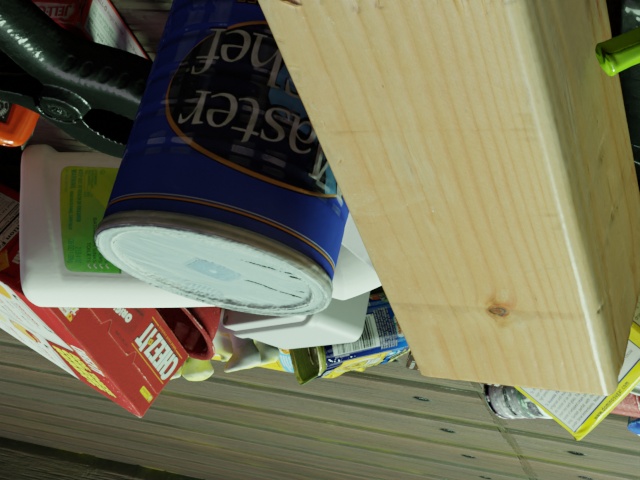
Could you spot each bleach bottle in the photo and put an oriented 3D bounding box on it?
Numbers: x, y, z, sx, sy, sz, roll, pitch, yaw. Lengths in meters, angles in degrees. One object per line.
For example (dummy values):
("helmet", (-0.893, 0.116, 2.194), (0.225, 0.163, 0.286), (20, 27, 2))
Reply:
("bleach bottle", (-0.054, -0.011, 0.662), (0.250, 0.102, 0.068), (-2, 169, -3))

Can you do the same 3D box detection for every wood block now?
("wood block", (0.063, -0.039, 0.414), (0.091, 0.090, 0.206), (3, 138, 28))

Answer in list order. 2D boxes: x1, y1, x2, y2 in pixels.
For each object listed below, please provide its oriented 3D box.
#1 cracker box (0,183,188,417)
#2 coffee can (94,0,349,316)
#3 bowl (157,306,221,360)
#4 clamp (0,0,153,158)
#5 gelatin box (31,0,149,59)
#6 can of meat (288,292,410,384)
("cracker box", (-0.219, 0.027, 0.807), (0.214, 0.072, 0.164), (24, 155, 31))
("coffee can", (-0.030, -0.049, 0.471), (0.103, 0.140, 0.103), (13, 161, 4))
("bowl", (-0.132, 0.023, 0.835), (0.162, 0.055, 0.162), (32, 159, 14))
("clamp", (-0.124, -0.083, 0.513), (0.171, 0.039, 0.120), (19, 162, -16))
("gelatin box", (-0.138, -0.103, 0.565), (0.073, 0.030, 0.089), (8, 161, 17))
("can of meat", (0.023, 0.080, 0.888), (0.083, 0.057, 0.102), (-11, 168, -15))
